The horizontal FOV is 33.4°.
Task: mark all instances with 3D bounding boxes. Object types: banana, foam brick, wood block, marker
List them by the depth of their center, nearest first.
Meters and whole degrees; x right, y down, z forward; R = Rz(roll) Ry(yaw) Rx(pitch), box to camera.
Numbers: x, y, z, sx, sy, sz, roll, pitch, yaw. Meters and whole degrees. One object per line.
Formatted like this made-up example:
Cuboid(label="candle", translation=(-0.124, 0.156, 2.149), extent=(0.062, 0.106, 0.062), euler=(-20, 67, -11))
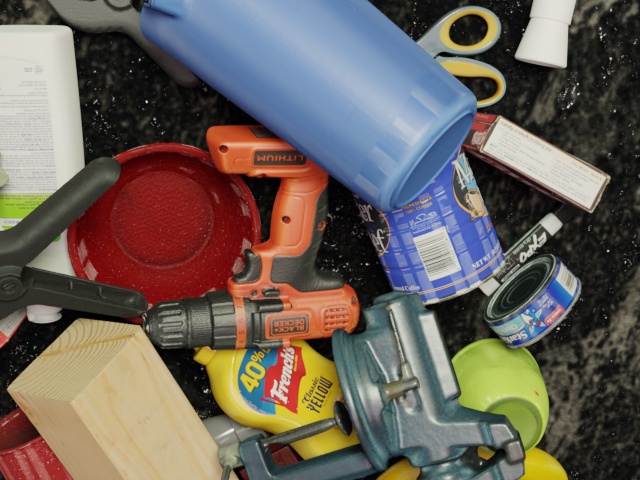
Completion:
Cuboid(label="wood block", translation=(-0.157, 0.174, 0.906), extent=(0.090, 0.091, 0.206), euler=(-49, 125, -35))
Cuboid(label="marker", translation=(0.189, 0.003, 0.959), extent=(0.121, 0.020, 0.020), euler=(-44, 102, 7))
Cuboid(label="foam brick", translation=(-0.035, 0.220, 0.983), extent=(0.053, 0.051, 0.078), euler=(-29, 104, 3))
Cuboid(label="banana", translation=(0.149, 0.218, 1.000), extent=(0.197, 0.037, 0.070), euler=(6, 102, -4))

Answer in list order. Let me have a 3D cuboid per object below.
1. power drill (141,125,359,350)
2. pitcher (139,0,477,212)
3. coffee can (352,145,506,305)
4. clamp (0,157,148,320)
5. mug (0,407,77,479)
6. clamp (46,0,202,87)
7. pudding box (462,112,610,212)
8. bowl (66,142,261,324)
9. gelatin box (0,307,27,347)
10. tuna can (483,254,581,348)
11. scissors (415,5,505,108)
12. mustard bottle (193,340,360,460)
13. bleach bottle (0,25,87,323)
Cuboid(label="power drill", translation=(-0.056, 0.001, 0.873), extent=(0.184, 0.057, 0.188), euler=(-4, 112, -17))
Cuboid(label="pitcher", translation=(-0.001, -0.137, 0.800), extent=(0.243, 0.145, 0.149), euler=(41, 76, 13))
Cuboid(label="coffee can", translation=(0.085, -0.030, 0.903), extent=(0.103, 0.103, 0.140), euler=(-23, 104, 2))
Cuboid(label="clamp", translation=(-0.235, 0.029, 0.825), extent=(0.210, 0.036, 0.164), euler=(-20, 136, -8))
Cuboid(label="mug", translation=(-0.230, 0.189, 0.951), extent=(0.117, 0.093, 0.081), euler=(-28, 109, -15))
Cuboid(label="clamp", translation=(-0.161, -0.194, 0.883), extent=(0.171, 0.039, 0.120), euler=(7, 96, -6))
Cuboid(label="pudding box", translation=(0.176, -0.068, 0.904), extent=(0.113, 0.090, 0.039), euler=(25, 96, -10))
Cuboid(label="bowl", translation=(-0.134, -0.010, 0.914), extent=(0.162, 0.055, 0.162), euler=(-3, 108, -10))
Cuboid(label="gelatin box", translation=(-0.292, 0.087, 0.918), extent=(0.073, 0.089, 0.030), euler=(-43, 102, 7))
Cuboid(label="tuna can", translation=(0.185, 0.052, 0.937), extent=(0.086, 0.086, 0.033), euler=(-44, 100, 7))
Cuboid(label="scissors", translation=(0.068, -0.170, 0.913), extent=(0.201, 0.016, 0.096), euler=(16, 101, -7))
Cuboid(label="mustard bottle", translation=(-0.038, 0.125, 0.945), extent=(0.191, 0.058, 0.096), euler=(32, 61, -9))
Cuboid(label="bleach bottle", translation=(-0.251, -0.052, 0.902), extent=(0.102, 0.068, 0.251), euler=(1, 107, 5))
